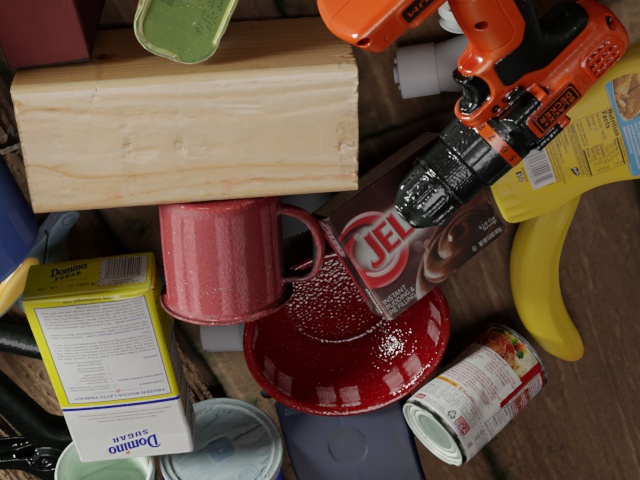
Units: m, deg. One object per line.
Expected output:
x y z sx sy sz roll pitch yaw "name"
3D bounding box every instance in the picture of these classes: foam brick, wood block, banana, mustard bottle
-0.167 -0.149 0.654 0.053 0.078 0.051 -7 130 3 "foam brick"
-0.083 -0.084 0.691 0.206 0.091 0.090 -4 123 -4 "wood block"
0.182 0.027 0.837 0.069 0.037 0.198 -3 129 0 "banana"
0.204 -0.084 0.737 0.192 0.058 0.096 -19 121 12 "mustard bottle"

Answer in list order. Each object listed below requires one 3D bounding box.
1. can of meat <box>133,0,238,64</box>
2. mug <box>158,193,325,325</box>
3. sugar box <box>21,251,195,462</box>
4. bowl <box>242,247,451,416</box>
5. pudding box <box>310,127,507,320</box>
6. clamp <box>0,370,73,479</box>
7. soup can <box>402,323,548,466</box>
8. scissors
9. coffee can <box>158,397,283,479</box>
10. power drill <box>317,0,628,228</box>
-0.073 -0.167 0.640 0.057 0.084 0.102 18 126 -16 "can of meat"
-0.055 0.001 0.722 0.117 0.093 0.081 3 115 11 "mug"
-0.153 0.091 0.799 0.093 0.048 0.176 -6 131 1 "sugar box"
0.018 0.061 0.838 0.162 0.055 0.162 -3 123 -5 "bowl"
0.063 -0.013 0.756 0.113 0.039 0.090 -37 109 -13 "pudding box"
-0.235 0.169 0.913 0.209 0.036 0.165 16 134 -25 "clamp"
0.125 0.124 0.862 0.102 0.069 0.068 -39 130 -21 "soup can"
-0.185 -0.009 0.796 0.202 0.016 0.096 -45 157 4 "scissors"
-0.084 0.219 0.925 0.102 0.103 0.140 0 136 -3 "coffee can"
0.080 -0.105 0.636 0.184 0.057 0.187 -46 139 8 "power drill"
